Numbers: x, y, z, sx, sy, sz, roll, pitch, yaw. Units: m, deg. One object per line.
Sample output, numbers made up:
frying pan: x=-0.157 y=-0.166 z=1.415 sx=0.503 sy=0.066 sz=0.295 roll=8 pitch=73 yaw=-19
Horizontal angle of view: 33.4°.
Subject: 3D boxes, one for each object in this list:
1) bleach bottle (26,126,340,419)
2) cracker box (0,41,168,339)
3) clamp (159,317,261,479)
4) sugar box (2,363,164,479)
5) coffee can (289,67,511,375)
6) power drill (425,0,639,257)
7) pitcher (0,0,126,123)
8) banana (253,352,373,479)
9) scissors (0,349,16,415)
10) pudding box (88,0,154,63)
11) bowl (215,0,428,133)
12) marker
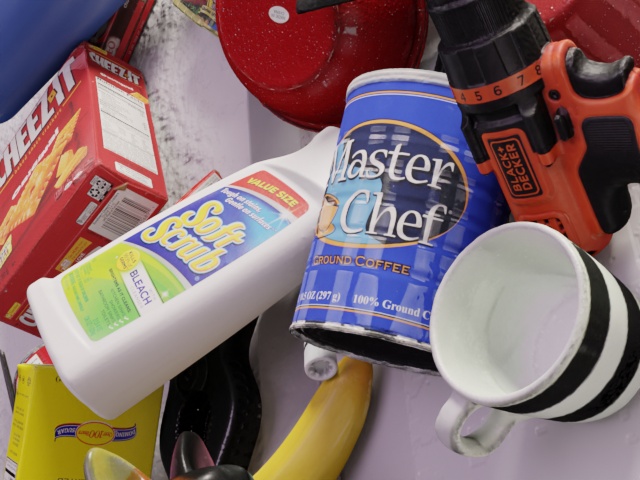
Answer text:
bleach bottle: x=-0.054 y=0.001 z=0.661 sx=0.251 sy=0.068 sz=0.103 roll=-35 pitch=48 yaw=-1
cracker box: x=-0.211 y=-0.047 z=0.890 sx=0.164 sy=0.072 sz=0.214 roll=-48 pitch=34 yaw=20
clamp: x=-0.069 y=0.084 z=0.708 sx=0.165 sy=0.036 sz=0.210 roll=-40 pitch=44 yaw=37
sugar box: x=-0.162 y=0.172 z=0.703 sx=0.048 sy=0.093 sz=0.176 roll=-7 pitch=76 yaw=61
coffee can: x=0.049 y=-0.007 z=0.573 sx=0.103 sy=0.102 sz=0.140 roll=-1 pitch=71 yaw=48
power drill: x=0.142 y=-0.075 z=0.464 sx=0.188 sy=0.184 sz=0.057 roll=-4 pitch=34 yaw=43
pitcher: x=-0.261 y=-0.220 z=0.957 sx=0.243 sy=0.149 sz=0.145 roll=-38 pitch=89 yaw=34
banana: x=-0.040 y=0.144 z=0.623 sx=0.198 sy=0.037 sz=0.070 roll=-34 pitch=76 yaw=9
scissors: x=-0.210 y=0.155 z=0.768 sx=0.096 sy=0.016 sz=0.202 roll=-141 pitch=41 yaw=-67
pudding box: x=-0.211 y=-0.207 z=1.017 sx=0.114 sy=0.039 sz=0.090 roll=22 pitch=88 yaw=51
bowl: x=-0.013 y=-0.145 z=0.687 sx=0.162 sy=0.055 sz=0.162 roll=10 pitch=109 yaw=31
marker: x=-0.002 y=0.037 z=0.651 sx=0.020 sy=0.020 sz=0.121 roll=-43 pitch=28 yaw=25
